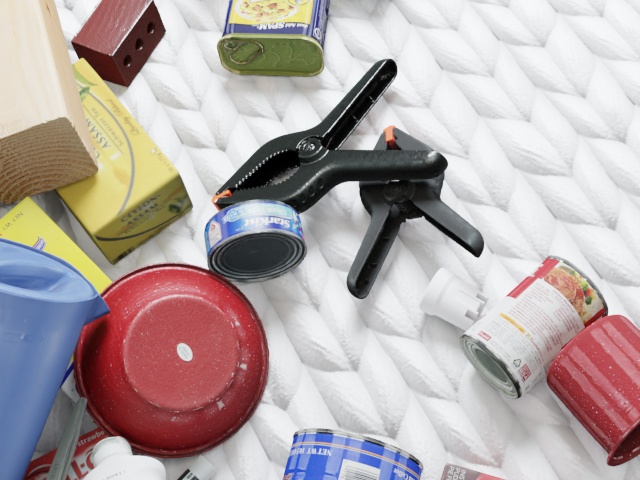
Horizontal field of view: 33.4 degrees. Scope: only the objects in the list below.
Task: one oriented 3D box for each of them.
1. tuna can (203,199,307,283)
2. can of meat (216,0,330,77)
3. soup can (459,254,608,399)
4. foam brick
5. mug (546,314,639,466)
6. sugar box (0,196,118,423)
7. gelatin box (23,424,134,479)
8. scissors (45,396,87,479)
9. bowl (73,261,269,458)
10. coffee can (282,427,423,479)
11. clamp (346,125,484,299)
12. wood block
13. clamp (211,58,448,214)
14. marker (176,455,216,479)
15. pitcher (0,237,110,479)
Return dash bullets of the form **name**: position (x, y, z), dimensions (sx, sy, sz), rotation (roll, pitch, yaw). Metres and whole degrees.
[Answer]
- **tuna can**: position (-0.056, 0.001, 0.909), dimensions (0.086, 0.086, 0.034), rotation (-12, 61, 2)
- **can of meat**: position (-0.043, -0.209, 1.030), dimensions (0.102, 0.057, 0.084), rotation (3, 62, 8)
- **soup can**: position (0.170, 0.070, 0.853), dimensions (0.102, 0.068, 0.068), rotation (-40, 65, -12)
- **foam brick**: position (-0.198, -0.200, 1.049), dimensions (0.051, 0.053, 0.078), rotation (23, 69, 18)
- **mug**: position (0.237, 0.108, 0.820), dimensions (0.117, 0.093, 0.082), rotation (-15, 52, -35)
- **sugar box**: position (-0.216, 0.059, 0.891), dimensions (0.176, 0.048, 0.093), rotation (44, 75, 3)
- **gelatin box**: position (-0.190, 0.198, 0.860), dimensions (0.089, 0.030, 0.073), rotation (-25, 63, -6)
- **scissors**: position (-0.224, 0.215, 0.795), dimensions (0.096, 0.016, 0.202), rotation (-15, 51, 15)
- **bowl**: position (-0.115, 0.092, 0.853), dimensions (0.162, 0.055, 0.162), rotation (3, 78, -14)
- **coffee can**: position (0.011, 0.221, 0.779), dimensions (0.103, 0.103, 0.140), rotation (10, 65, 12)
- **clamp**: position (0.064, -0.026, 0.922), dimensions (0.120, 0.039, 0.171), rotation (-23, 44, 8)
- **wood block**: position (-0.268, -0.149, 0.936), dimensions (0.090, 0.091, 0.206), rotation (-19, 61, -2)
- **clamp**: position (0.005, -0.068, 0.941), dimensions (0.210, 0.036, 0.165), rotation (-30, 42, 1)
- **marker**: position (-0.131, 0.220, 0.846), dimensions (0.020, 0.020, 0.121), rotation (39, 74, 23)
- **pitcher**: position (-0.276, 0.120, 0.801), dimensions (0.149, 0.145, 0.243), rotation (23, 100, 12)
